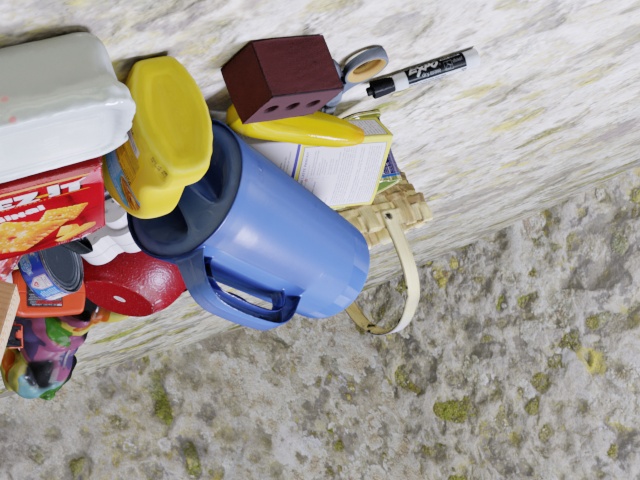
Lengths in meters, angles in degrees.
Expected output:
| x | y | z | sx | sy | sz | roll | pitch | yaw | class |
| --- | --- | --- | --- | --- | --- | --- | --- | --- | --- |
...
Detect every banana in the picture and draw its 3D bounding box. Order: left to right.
| x | y | z | sx | sy | sz | roll | pitch | yaw | class |
| --- | --- | --- | --- | --- | --- | --- | --- | --- | --- |
| -0.032 | -0.109 | 1.009 | 0.070 | 0.037 | 0.197 | 23 | -168 | 29 | banana |

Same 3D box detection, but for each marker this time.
| x | y | z | sx | sy | sz | roll | pitch | yaw | class |
| --- | --- | --- | --- | --- | --- | --- | --- | --- | --- |
| 0.103 | -0.169 | 1.084 | 0.121 | 0.020 | 0.020 | -19 | 172 | -7 | marker |

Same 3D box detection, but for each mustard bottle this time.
| x | y | z | sx | sy | sz | roll | pitch | yaw | class |
| --- | --- | --- | --- | --- | --- | --- | --- | --- | --- |
| -0.142 | -0.070 | 0.870 | 0.058 | 0.096 | 0.192 | -17 | 172 | -25 | mustard bottle |

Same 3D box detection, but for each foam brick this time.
| x | y | z | sx | sy | sz | roll | pitch | yaw | class |
| --- | --- | --- | --- | --- | --- | --- | --- | --- | --- |
| -0.031 | -0.132 | 0.876 | 0.078 | 0.051 | 0.053 | -14 | 170 | -37 | foam brick |

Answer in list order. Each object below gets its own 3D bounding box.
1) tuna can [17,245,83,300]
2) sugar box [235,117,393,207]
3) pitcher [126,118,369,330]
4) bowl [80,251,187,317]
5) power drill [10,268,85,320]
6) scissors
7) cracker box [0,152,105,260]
| x | y | z | sx | sy | sz | roll | pitch | yaw | class |
| --- | --- | --- | --- | --- | --- | --- | --- | --- | --- |
| -0.298 | 0.022 | 1.175 | 0.034 | 0.086 | 0.086 | -20 | 173 | 14 | tuna can |
| -0.017 | -0.077 | 1.114 | 0.175 | 0.048 | 0.093 | -5 | 128 | -28 | sugar box |
| -0.057 | 0.001 | 1.013 | 0.145 | 0.149 | 0.242 | 28 | 178 | 41 | pitcher |
| -0.238 | 0.048 | 1.298 | 0.162 | 0.055 | 0.162 | 12 | 152 | 6 | bowl |
| -0.372 | 0.072 | 1.287 | 0.188 | 0.057 | 0.184 | -11 | 173 | 36 | power drill |
| 0.028 | -0.149 | 1.043 | 0.096 | 0.016 | 0.201 | -21 | 173 | 9 | scissors |
| -0.263 | -0.039 | 0.875 | 0.164 | 0.072 | 0.214 | -17 | 172 | -14 | cracker box |
